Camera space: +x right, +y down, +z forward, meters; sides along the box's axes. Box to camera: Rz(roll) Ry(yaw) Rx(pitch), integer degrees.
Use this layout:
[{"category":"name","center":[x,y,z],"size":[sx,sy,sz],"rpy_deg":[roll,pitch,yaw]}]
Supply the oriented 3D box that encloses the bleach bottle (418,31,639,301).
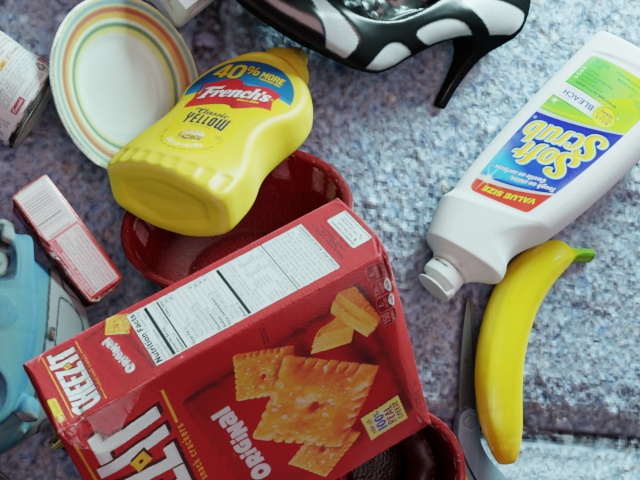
[{"category":"bleach bottle","center":[0.174,-0.047,0.831],"size":[0.103,0.068,0.250],"rpy_deg":[38,75,19]}]

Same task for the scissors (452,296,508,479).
[{"category":"scissors","center":[0.128,0.153,0.827],"size":[0.096,0.016,0.201],"rpy_deg":[22,76,-16]}]

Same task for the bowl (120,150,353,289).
[{"category":"bowl","center":[-0.055,0.001,0.747],"size":[0.162,0.162,0.055],"rpy_deg":[-23,132,-17]}]

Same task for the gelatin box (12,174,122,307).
[{"category":"gelatin box","center":[-0.174,0.003,0.731],"size":[0.030,0.073,0.089],"rpy_deg":[-37,95,-16]}]

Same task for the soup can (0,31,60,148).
[{"category":"soup can","center":[-0.237,-0.118,0.731],"size":[0.102,0.069,0.068],"rpy_deg":[33,76,-10]}]

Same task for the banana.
[{"category":"banana","center":[0.156,0.071,0.823],"size":[0.069,0.037,0.197],"rpy_deg":[29,69,-4]}]

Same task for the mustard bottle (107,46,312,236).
[{"category":"mustard bottle","center":[-0.060,-0.083,0.759],"size":[0.096,0.058,0.191],"rpy_deg":[15,45,24]}]

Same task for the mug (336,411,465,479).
[{"category":"mug","center":[0.050,0.176,0.768],"size":[0.093,0.082,0.117],"rpy_deg":[-23,90,-17]}]

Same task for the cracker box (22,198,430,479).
[{"category":"cracker box","center":[-0.046,0.096,0.654],"size":[0.213,0.072,0.164],"rpy_deg":[-28,131,-14]}]
